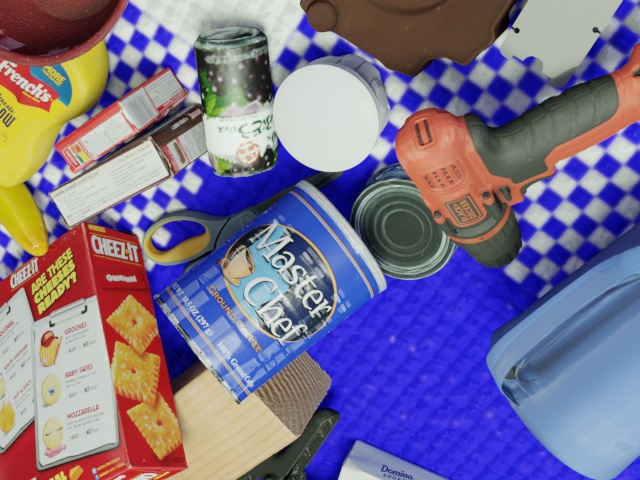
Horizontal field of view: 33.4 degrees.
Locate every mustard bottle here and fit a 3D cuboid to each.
[{"bbox_3d":[-0.224,-0.133,0.851,0.192,0.058,0.096,-40,91,31],"label":"mustard bottle"}]

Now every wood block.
[{"bbox_3d":[-0.101,0.161,0.924,0.090,0.090,0.206,48,121,-5],"label":"wood block"}]

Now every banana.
[{"bbox_3d":[-0.300,-0.058,0.909,0.198,0.069,0.037,38,121,0],"label":"banana"}]

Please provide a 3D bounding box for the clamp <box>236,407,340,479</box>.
[{"bbox_3d":[-0.028,0.204,0.928,0.172,0.039,0.120,-8,85,44],"label":"clamp"}]

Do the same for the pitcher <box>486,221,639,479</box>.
[{"bbox_3d":[0.233,0.042,0.709,0.145,0.149,0.243,42,118,-2],"label":"pitcher"}]

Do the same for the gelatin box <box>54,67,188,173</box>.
[{"bbox_3d":[-0.152,-0.093,0.823,0.073,0.089,0.030,-27,104,30],"label":"gelatin box"}]

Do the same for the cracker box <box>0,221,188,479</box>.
[{"bbox_3d":[-0.206,0.117,0.895,0.164,0.072,0.214,-32,61,30],"label":"cracker box"}]

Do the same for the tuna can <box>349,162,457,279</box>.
[{"bbox_3d":[0.066,-0.014,0.808,0.086,0.033,0.086,9,117,17],"label":"tuna can"}]

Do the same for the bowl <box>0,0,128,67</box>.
[{"bbox_3d":[-0.191,-0.205,0.760,0.162,0.055,0.162,2,98,17],"label":"bowl"}]

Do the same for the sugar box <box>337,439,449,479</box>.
[{"bbox_3d":[0.044,0.270,0.946,0.093,0.048,0.176,22,121,11],"label":"sugar box"}]

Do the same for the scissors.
[{"bbox_3d":[-0.056,0.001,0.874,0.202,0.016,0.096,-11,111,25],"label":"scissors"}]

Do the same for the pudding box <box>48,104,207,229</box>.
[{"bbox_3d":[-0.144,-0.058,0.837,0.114,0.090,0.039,-26,102,29],"label":"pudding box"}]

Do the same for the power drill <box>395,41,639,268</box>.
[{"bbox_3d":[0.159,-0.052,0.706,0.188,0.057,0.184,-23,149,15],"label":"power drill"}]

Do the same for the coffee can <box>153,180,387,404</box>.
[{"bbox_3d":[-0.036,0.038,0.789,0.140,0.103,0.103,-38,99,-7],"label":"coffee can"}]
